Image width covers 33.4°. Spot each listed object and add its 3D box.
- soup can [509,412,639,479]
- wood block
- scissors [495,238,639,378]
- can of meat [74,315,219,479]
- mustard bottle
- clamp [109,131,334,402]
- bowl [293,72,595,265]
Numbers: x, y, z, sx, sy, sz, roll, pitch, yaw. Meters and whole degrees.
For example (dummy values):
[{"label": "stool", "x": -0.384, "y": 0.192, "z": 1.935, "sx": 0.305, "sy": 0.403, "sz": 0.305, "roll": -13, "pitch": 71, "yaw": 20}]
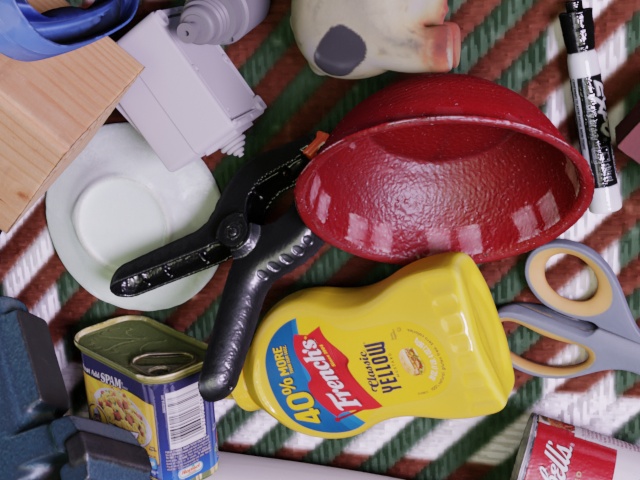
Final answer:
[{"label": "soup can", "x": 0.167, "y": 0.151, "z": 0.641, "sx": 0.102, "sy": 0.068, "sz": 0.068, "roll": 17, "pitch": 110, "yaw": 10}, {"label": "wood block", "x": -0.213, "y": -0.115, "z": 0.574, "sx": 0.206, "sy": 0.090, "sz": 0.090, "roll": 40, "pitch": 134, "yaw": -10}, {"label": "scissors", "x": 0.199, "y": 0.055, "z": 0.631, "sx": 0.202, "sy": 0.016, "sz": 0.096, "roll": 9, "pitch": 108, "yaw": 13}, {"label": "can of meat", "x": -0.112, "y": 0.105, "z": 0.698, "sx": 0.102, "sy": 0.057, "sz": 0.084, "roll": 17, "pitch": 117, "yaw": 44}, {"label": "mustard bottle", "x": 0.015, "y": 0.073, "z": 0.660, "sx": 0.192, "sy": 0.058, "sz": 0.096, "roll": -15, "pitch": 106, "yaw": 27}, {"label": "clamp", "x": -0.054, "y": 0.001, "z": 0.654, "sx": 0.120, "sy": 0.039, "sz": 0.171, "roll": 32, "pitch": 84, "yaw": 29}, {"label": "bowl", "x": 0.067, "y": -0.044, "z": 0.591, "sx": 0.162, "sy": 0.162, "sz": 0.055, "roll": -8, "pitch": 61, "yaw": 18}]
